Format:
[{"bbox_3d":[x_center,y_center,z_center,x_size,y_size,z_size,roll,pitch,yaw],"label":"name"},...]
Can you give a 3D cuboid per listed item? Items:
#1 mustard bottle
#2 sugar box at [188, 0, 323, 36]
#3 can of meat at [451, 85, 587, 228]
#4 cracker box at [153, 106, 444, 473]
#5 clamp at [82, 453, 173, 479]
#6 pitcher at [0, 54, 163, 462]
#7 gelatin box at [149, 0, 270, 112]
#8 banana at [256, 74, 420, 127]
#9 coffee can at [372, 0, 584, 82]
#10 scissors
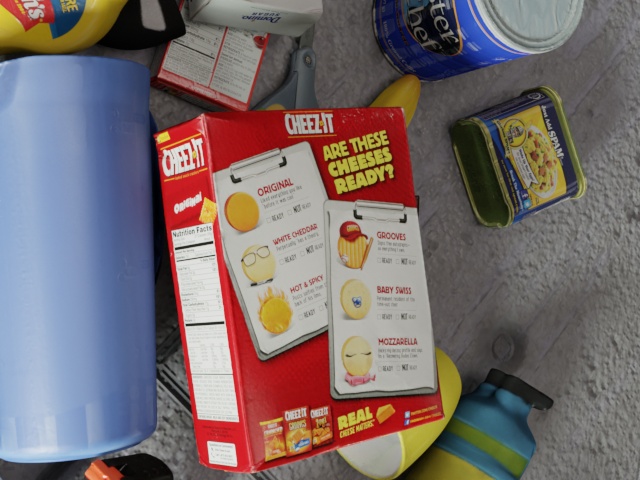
[{"bbox_3d":[-0.183,-0.161,0.667,0.191,0.058,0.096,-11,95,1],"label":"mustard bottle"},{"bbox_3d":[-0.053,-0.242,0.775,0.093,0.048,0.176,1,74,-32],"label":"sugar box"},{"bbox_3d":[0.166,-0.069,0.902,0.083,0.058,0.102,-23,99,-25],"label":"can of meat"},{"bbox_3d":[-0.011,0.026,0.689,0.163,0.072,0.214,-7,88,-39],"label":"cracker box"},{"bbox_3d":[-0.131,0.192,0.692,0.039,0.171,0.120,30,72,22],"label":"clamp"},{"bbox_3d":[-0.160,0.009,0.682,0.149,0.145,0.243,-4,90,-18],"label":"pitcher"},{"bbox_3d":[-0.079,-0.144,0.786,0.073,0.030,0.089,20,79,-25],"label":"gelatin box"},{"bbox_3d":[0.021,-0.079,0.810,0.197,0.037,0.070,-23,127,-50],"label":"banana"},{"bbox_3d":[0.120,-0.185,0.832,0.102,0.141,0.103,1,88,-29],"label":"coffee can"},{"bbox_3d":[-0.026,-0.131,0.812,0.096,0.016,0.202,-4,90,-46],"label":"scissors"}]
